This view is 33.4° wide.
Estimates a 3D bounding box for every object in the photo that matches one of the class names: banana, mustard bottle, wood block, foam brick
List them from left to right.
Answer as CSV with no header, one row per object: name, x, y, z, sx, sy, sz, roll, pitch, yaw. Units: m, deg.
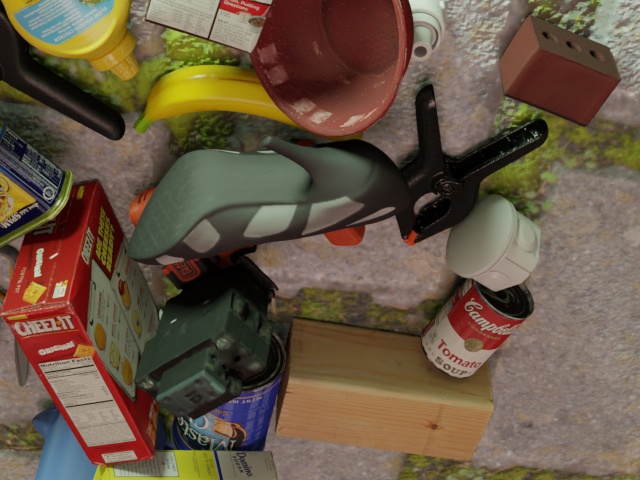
mustard bottle,-0.201,-0.198,0.813,0.096,0.058,0.191,-29,125,11
banana,-0.060,-0.116,0.900,0.198,0.037,0.070,5,149,-1
wood block,0.063,0.154,1.098,0.206,0.090,0.091,9,130,-6
foam brick,0.191,-0.137,0.859,0.078,0.053,0.051,18,130,-15

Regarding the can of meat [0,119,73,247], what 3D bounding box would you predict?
can of meat,-0.279,-0.048,0.913,0.102,0.057,0.083,-25,131,28

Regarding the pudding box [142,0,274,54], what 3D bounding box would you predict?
pudding box,-0.072,-0.200,0.774,0.090,0.039,0.114,17,128,-11

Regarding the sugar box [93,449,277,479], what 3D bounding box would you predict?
sugar box,-0.139,0.253,1.068,0.176,0.048,0.093,7,130,-23

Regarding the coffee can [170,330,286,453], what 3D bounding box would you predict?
coffee can,-0.097,0.160,1.100,0.102,0.103,0.140,9,131,-6

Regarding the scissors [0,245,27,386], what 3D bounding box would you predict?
scissors,-0.289,0.082,1.094,0.096,0.016,0.202,-3,132,4

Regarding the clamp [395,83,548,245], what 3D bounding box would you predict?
clamp,0.104,-0.064,0.935,0.120,0.039,0.172,26,128,-17

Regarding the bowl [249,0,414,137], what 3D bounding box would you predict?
bowl,0.016,-0.163,0.809,0.162,0.055,0.162,21,122,37

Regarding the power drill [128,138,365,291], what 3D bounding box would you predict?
power drill,-0.056,0.001,0.980,0.188,0.057,0.184,-25,121,21

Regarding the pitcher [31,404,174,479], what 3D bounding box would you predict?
pitcher,-0.240,0.296,1.132,0.149,0.242,0.145,-12,134,20

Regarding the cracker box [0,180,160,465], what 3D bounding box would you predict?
cracker box,-0.211,0.079,0.991,0.072,0.164,0.213,-11,131,8

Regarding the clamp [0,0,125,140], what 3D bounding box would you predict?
clamp,-0.281,-0.141,0.882,0.165,0.036,0.210,-17,131,18

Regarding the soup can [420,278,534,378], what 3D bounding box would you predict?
soup can,0.151,0.080,1.044,0.068,0.068,0.102,22,130,-17
